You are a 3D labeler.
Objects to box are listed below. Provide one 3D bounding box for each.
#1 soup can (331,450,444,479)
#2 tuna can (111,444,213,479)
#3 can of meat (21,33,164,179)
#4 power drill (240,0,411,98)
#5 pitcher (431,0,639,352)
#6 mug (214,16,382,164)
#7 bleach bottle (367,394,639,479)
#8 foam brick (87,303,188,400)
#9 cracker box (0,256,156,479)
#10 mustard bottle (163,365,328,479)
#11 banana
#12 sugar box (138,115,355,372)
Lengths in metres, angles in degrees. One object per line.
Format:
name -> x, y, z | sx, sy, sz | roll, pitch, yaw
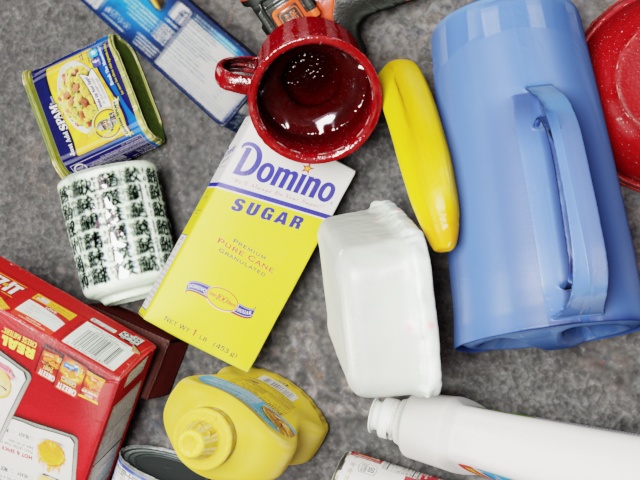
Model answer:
soup can -> 0.059, 0.203, 0.795 | 0.102, 0.068, 0.068 | 15, 91, 15
tuna can -> -0.119, 0.191, 0.829 | 0.086, 0.086, 0.034 | 19, 93, 14
can of meat -> -0.184, -0.108, 0.875 | 0.084, 0.057, 0.102 | -23, 82, 10
power drill -> 0.023, -0.223, 0.799 | 0.188, 0.057, 0.184 | -31, 113, 10
pitcher -> 0.147, -0.047, 0.740 | 0.149, 0.144, 0.243 | -17, 74, 41
mug -> -0.018, -0.114, 0.768 | 0.117, 0.081, 0.093 | 5, 116, -6
bleach bottle -> 0.158, 0.155, 0.767 | 0.251, 0.102, 0.068 | 11, 78, 20
foam brick -> -0.155, 0.088, 0.860 | 0.078, 0.051, 0.053 | 21, 92, 14
cracker box -> -0.236, 0.137, 0.830 | 0.164, 0.072, 0.214 | 27, 116, 10
mustard bottle -> -0.059, 0.132, 0.763 | 0.096, 0.191, 0.058 | 33, 95, 13
banana -> 0.067, -0.076, 0.749 | 0.037, 0.198, 0.069 | -17, 128, 5
sugar box -> -0.055, 0.001, 0.815 | 0.093, 0.048, 0.176 | 29, 87, -14
